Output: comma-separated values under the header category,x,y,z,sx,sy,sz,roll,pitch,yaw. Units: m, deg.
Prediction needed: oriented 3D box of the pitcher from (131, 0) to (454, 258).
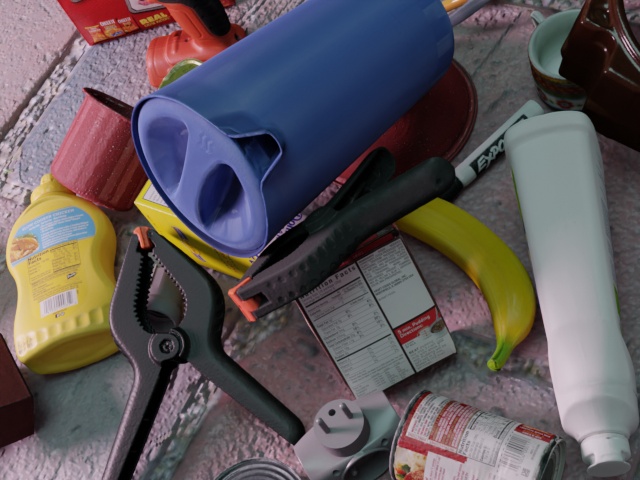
category,x,y,z,sx,sy,sz,roll,pitch,yaw
pitcher,-0.017,-0.106,0.800,0.149,0.145,0.242,32,56,26

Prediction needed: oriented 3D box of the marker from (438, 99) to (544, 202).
category,x,y,z,sx,sy,sz,roll,pitch,yaw
marker,0.136,-0.070,0.879,0.121,0.020,0.020,-42,55,-8

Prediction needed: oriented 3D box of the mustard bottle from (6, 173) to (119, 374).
category,x,y,z,sx,sy,sz,roll,pitch,yaw
mustard bottle,-0.224,0.017,0.931,0.096,0.058,0.192,-22,55,5

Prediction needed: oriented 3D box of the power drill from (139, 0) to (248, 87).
category,x,y,z,sx,sy,sz,roll,pitch,yaw
power drill,-0.156,-0.217,0.972,0.185,0.187,0.057,-3,60,16

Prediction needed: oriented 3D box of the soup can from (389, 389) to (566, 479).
category,x,y,z,sx,sy,sz,roll,pitch,yaw
soup can,0.107,0.149,0.726,0.102,0.068,0.068,16,66,27

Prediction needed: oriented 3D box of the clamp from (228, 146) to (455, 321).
category,x,y,z,sx,sy,sz,roll,pitch,yaw
clamp,0.015,-0.007,0.732,0.171,0.039,0.120,-45,14,-16

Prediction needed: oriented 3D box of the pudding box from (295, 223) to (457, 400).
category,x,y,z,sx,sy,sz,roll,pitch,yaw
pudding box,0.039,0.054,0.782,0.090,0.113,0.039,-28,23,2

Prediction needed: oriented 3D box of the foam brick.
category,x,y,z,sx,sy,sz,roll,pitch,yaw
foam brick,-0.272,0.125,0.875,0.051,0.053,0.078,-16,49,-29

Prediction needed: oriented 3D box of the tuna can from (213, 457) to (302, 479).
category,x,y,z,sx,sy,sz,roll,pitch,yaw
tuna can,-0.043,0.202,0.768,0.086,0.033,0.086,-9,57,14

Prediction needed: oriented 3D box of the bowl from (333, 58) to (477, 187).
category,x,y,z,sx,sy,sz,roll,pitch,yaw
bowl,0.051,-0.123,0.920,0.162,0.055,0.162,-9,57,14

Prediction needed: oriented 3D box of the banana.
category,x,y,z,sx,sy,sz,roll,pitch,yaw
banana,0.108,0.012,0.820,0.069,0.037,0.198,-18,47,-21

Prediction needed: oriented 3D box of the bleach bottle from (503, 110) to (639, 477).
category,x,y,z,sx,sy,sz,roll,pitch,yaw
bleach bottle,0.180,0.037,0.746,0.068,0.102,0.251,-12,56,17

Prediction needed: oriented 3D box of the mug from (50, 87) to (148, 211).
category,x,y,z,sx,sy,sz,roll,pitch,yaw
mug,-0.188,-0.081,0.960,0.081,0.093,0.117,-61,14,8

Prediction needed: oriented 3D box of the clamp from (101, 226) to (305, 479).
category,x,y,z,sx,sy,sz,roll,pitch,yaw
clamp,-0.121,0.093,0.833,0.164,0.036,0.210,-25,74,6

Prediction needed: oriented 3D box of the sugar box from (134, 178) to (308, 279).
category,x,y,z,sx,sy,sz,roll,pitch,yaw
sugar box,-0.056,0.001,0.859,0.176,0.093,0.048,21,69,29
